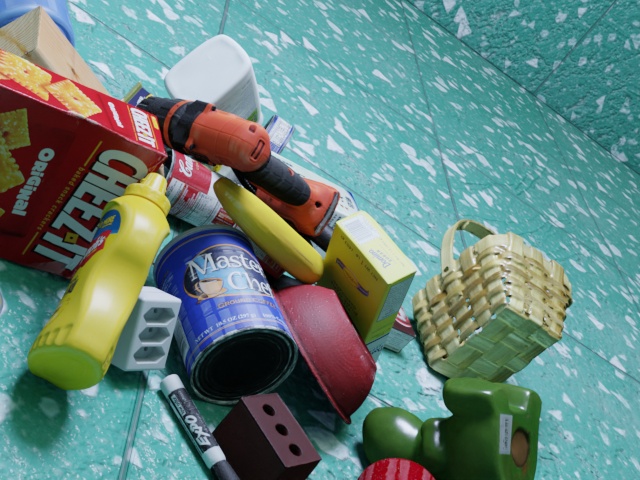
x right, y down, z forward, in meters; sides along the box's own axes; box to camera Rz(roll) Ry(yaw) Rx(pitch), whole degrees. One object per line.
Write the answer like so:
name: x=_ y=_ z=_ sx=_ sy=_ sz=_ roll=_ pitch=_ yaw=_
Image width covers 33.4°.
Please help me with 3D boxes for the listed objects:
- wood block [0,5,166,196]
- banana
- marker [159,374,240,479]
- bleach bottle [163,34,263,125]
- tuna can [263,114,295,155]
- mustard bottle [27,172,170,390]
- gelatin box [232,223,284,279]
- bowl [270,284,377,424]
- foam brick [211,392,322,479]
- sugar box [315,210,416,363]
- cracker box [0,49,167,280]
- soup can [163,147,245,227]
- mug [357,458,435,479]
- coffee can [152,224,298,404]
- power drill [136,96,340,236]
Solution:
wood block: x=-0.239 y=-0.102 z=1.007 sx=0.206 sy=0.090 sz=0.091 roll=56 pitch=11 yaw=-36
banana: x=-0.042 y=0.002 z=1.068 sx=0.070 sy=0.037 sz=0.197 roll=36 pitch=-5 yaw=35
marker: x=-0.103 y=0.167 z=0.916 sx=0.020 sy=0.020 sz=0.121 roll=8 pitch=39 yaw=-52
bleach bottle: x=-0.121 y=-0.158 z=1.316 sx=0.068 sy=0.102 sz=0.251 roll=47 pitch=-9 yaw=12
tuna can: x=-0.071 y=-0.123 z=1.407 sx=0.033 sy=0.086 sz=0.086 roll=35 pitch=24 yaw=-9
mustard bottle: x=-0.169 y=0.024 z=0.869 sx=0.058 sy=0.096 sz=0.191 roll=31 pitch=59 yaw=-17
gelatin box: x=-0.058 y=0.001 z=1.177 sx=0.073 sy=0.030 sz=0.089 roll=39 pitch=16 yaw=3
bowl: x=0.012 y=0.102 z=1.076 sx=0.162 sy=0.055 sz=0.162 roll=60 pitch=1 yaw=-3
foam brick: x=-0.048 y=0.181 z=0.934 sx=0.052 sy=0.051 sz=0.078 roll=4 pitch=42 yaw=-54
sugar box: x=0.039 y=0.059 z=1.140 sx=0.048 sy=0.176 sz=0.093 roll=-22 pitch=59 yaw=-31
cracker box: x=-0.264 y=-0.067 z=0.907 sx=0.213 sy=0.164 sz=0.072 roll=23 pitch=30 yaw=-35
soup can: x=-0.141 y=-0.052 z=1.193 sx=0.102 sy=0.069 sz=0.068 roll=27 pitch=26 yaw=-29
mug: x=0.070 y=0.257 z=0.947 sx=0.081 sy=0.093 sz=0.117 roll=-64 pitch=134 yaw=-71
coffee can: x=-0.092 y=0.068 z=1.005 sx=0.102 sy=0.103 sz=0.140 roll=20 pitch=30 yaw=-39
power drill: x=-0.081 y=-0.077 z=1.068 sx=0.185 sy=0.057 sz=0.187 roll=24 pitch=-7 yaw=44
